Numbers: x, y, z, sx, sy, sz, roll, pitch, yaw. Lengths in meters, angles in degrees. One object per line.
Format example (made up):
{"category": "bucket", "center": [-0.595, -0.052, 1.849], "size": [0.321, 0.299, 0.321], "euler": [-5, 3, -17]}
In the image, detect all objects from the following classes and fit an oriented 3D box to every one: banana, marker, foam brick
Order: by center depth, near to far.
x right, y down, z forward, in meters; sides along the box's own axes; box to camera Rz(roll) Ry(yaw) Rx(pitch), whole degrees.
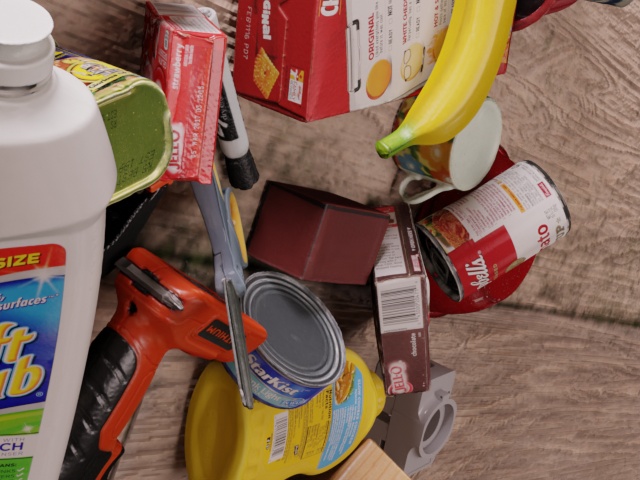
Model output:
{"category": "marker", "center": [-0.056, -0.077, 0.616], "size": [0.020, 0.020, 0.121], "euler": [-44, 140, -30]}
{"category": "banana", "center": [0.089, -0.139, 0.631], "size": [0.069, 0.037, 0.198], "euler": [-2, 111, -52]}
{"category": "foam brick", "center": [-0.001, -0.004, 0.704], "size": [0.078, 0.053, 0.051], "euler": [7, 103, -54]}

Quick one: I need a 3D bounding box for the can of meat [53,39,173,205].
{"category": "can of meat", "center": [-0.129, -0.047, 0.475], "size": [0.101, 0.084, 0.057], "euler": [-33, 133, -39]}

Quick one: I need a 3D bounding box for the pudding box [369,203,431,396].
{"category": "pudding box", "center": [0.056, 0.043, 0.781], "size": [0.090, 0.039, 0.113], "euler": [-97, -178, -53]}

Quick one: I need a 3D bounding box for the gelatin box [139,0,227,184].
{"category": "gelatin box", "center": [-0.073, -0.076, 0.534], "size": [0.030, 0.089, 0.073], "euler": [3, 110, -18]}

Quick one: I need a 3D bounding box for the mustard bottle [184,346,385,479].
{"category": "mustard bottle", "center": [-0.011, 0.120, 0.757], "size": [0.191, 0.058, 0.096], "euler": [-4, 103, -53]}

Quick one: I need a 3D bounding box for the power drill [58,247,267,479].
{"category": "power drill", "center": [-0.111, 0.108, 0.599], "size": [0.187, 0.057, 0.184], "euler": [-56, 153, -5]}

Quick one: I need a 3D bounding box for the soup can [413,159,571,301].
{"category": "soup can", "center": [0.128, -0.008, 0.806], "size": [0.102, 0.069, 0.068], "euler": [-31, 137, -8]}

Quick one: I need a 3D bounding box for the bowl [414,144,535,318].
{"category": "bowl", "center": [0.140, 0.000, 0.897], "size": [0.161, 0.055, 0.162], "euler": [-31, 133, -41]}

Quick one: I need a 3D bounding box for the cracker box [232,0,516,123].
{"category": "cracker box", "center": [0.045, -0.174, 0.650], "size": [0.213, 0.072, 0.164], "euler": [-20, 124, -46]}

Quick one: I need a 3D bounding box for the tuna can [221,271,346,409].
{"category": "tuna can", "center": [-0.026, 0.064, 0.679], "size": [0.034, 0.086, 0.085], "euler": [-42, 158, 31]}

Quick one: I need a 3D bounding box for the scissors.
{"category": "scissors", "center": [-0.054, 0.001, 0.556], "size": [0.016, 0.202, 0.096], "euler": [-18, 110, 1]}

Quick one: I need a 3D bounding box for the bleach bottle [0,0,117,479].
{"category": "bleach bottle", "center": [-0.138, 0.020, 0.409], "size": [0.102, 0.068, 0.251], "euler": [6, 132, -16]}
